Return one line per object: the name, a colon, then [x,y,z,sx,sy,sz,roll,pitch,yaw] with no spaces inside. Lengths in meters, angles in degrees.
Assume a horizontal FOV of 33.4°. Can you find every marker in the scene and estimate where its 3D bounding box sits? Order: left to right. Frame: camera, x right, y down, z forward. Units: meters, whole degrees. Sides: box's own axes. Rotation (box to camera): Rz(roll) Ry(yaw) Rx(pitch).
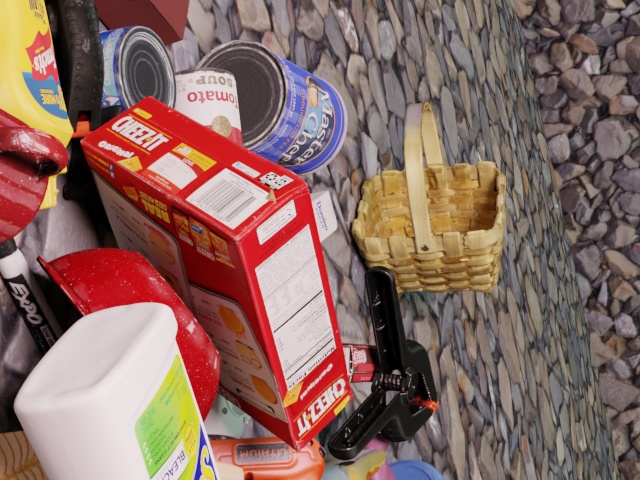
marker: [-0.190,0.036,0.697,0.020,0.020,0.121,-62,137,-57]

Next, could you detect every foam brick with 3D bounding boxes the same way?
foam brick: [-0.148,-0.198,0.861,0.078,0.053,0.051,51,35,-50]

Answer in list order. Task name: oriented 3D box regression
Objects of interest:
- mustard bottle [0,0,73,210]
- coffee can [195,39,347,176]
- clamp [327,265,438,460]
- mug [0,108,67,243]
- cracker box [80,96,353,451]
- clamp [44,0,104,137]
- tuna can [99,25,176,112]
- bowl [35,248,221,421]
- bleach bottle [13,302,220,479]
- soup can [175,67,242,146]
mustard bottle: [-0.199,-0.114,0.687,0.096,0.058,0.191,-83,162,-86]
coffee can: [-0.047,-0.121,1.003,0.140,0.103,0.103,13,69,-66]
clamp: [0.066,0.118,0.958,0.209,0.036,0.164,30,70,-64]
mug: [-0.196,-0.045,0.597,0.081,0.117,0.093,34,50,-66]
cracker box: [-0.067,0.024,0.744,0.072,0.164,0.213,-39,139,-26]
clamp: [-0.179,-0.160,0.754,0.120,0.039,0.171,-149,-121,-65]
tuna can: [-0.149,-0.125,0.842,0.086,0.034,0.086,-5,90,-66]
bowl: [-0.114,0.059,0.697,0.162,0.055,0.162,49,-13,15]
bleach bottle: [-0.083,0.167,0.600,0.102,0.068,0.251,-61,137,-58]
soup can: [-0.100,-0.088,0.907,0.068,0.069,0.102,15,67,-66]
